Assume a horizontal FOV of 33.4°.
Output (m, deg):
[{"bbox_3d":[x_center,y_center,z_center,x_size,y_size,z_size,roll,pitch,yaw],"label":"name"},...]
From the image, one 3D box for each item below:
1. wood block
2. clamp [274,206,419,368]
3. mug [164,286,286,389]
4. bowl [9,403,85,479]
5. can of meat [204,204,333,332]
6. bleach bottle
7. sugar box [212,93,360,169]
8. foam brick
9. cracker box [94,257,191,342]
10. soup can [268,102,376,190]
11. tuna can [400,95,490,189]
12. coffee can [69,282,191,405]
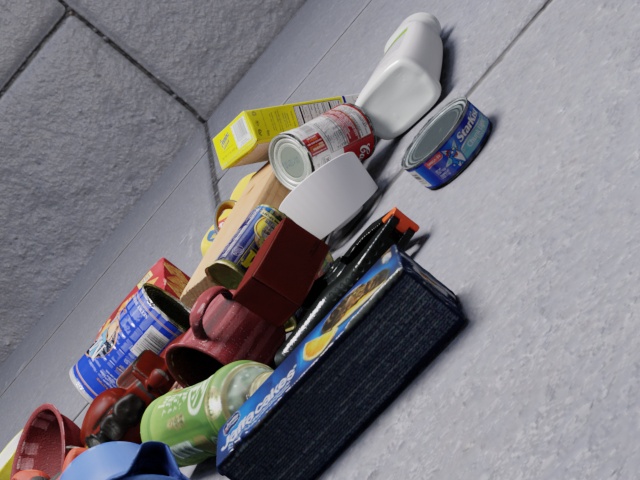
[{"bbox_3d":[-0.058,0.001,1.162,0.091,0.090,0.206,-38,19,45],"label":"wood block"},{"bbox_3d":[0.022,0.033,0.941,0.172,0.039,0.120,-47,18,18],"label":"clamp"},{"bbox_3d":[-0.088,0.092,0.988,0.093,0.117,0.081,7,46,33],"label":"mug"},{"bbox_3d":[-0.306,0.273,1.236,0.162,0.055,0.162,-28,55,48],"label":"bowl"},{"bbox_3d":[-0.048,0.026,1.043,0.083,0.102,0.058,-56,15,-28],"label":"can of meat"},{"bbox_3d":[0.107,-0.214,1.258,0.103,0.068,0.250,-43,14,32],"label":"bleach bottle"},{"bbox_3d":[-0.027,-0.130,1.248,0.175,0.048,0.093,-16,-7,-33],"label":"sugar box"},{"bbox_3d":[-0.035,0.029,0.966,0.051,0.053,0.078,-46,12,51],"label":"foam brick"},{"bbox_3d":[-0.241,0.127,1.445,0.164,0.072,0.214,-50,15,6],"label":"cracker box"},{"bbox_3d":[0.002,-0.101,1.153,0.102,0.068,0.069,-30,-1,-38],"label":"soup can"},{"bbox_3d":[0.114,-0.088,0.968,0.086,0.033,0.086,-47,14,15],"label":"tuna can"},{"bbox_3d":[-0.218,0.136,1.286,0.140,0.102,0.103,-49,14,6],"label":"coffee can"}]
